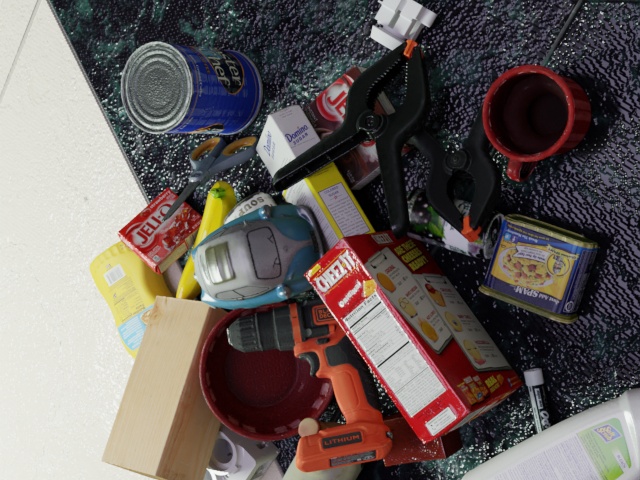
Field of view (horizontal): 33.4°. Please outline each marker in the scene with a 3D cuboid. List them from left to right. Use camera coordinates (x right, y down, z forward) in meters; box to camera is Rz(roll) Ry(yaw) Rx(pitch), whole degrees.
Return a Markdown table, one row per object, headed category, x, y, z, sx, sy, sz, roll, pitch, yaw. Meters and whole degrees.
| category | x | y | z | sx | sy | sz | roll | pitch | yaw |
| --- | --- | --- | --- | --- | --- | --- | --- | --- | --- |
| marker | 0.235 | 0.195 | 1.119 | 0.020 | 0.020 | 0.121 | -12 | 88 | 31 |

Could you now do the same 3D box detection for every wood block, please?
| category | x | y | z | sx | sy | sz | roll | pitch | yaw |
| --- | --- | --- | --- | --- | --- | --- | --- | --- | --- |
| wood block | -0.169 | 0.181 | 1.269 | 0.091 | 0.090 | 0.206 | 5 | 70 | 35 |

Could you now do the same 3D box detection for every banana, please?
| category | x | y | z | sx | sy | sz | roll | pitch | yaw |
| --- | --- | --- | --- | --- | --- | --- | --- | --- | --- |
| banana | -0.136 | -0.005 | 1.291 | 0.037 | 0.069 | 0.198 | 35 | 132 | 17 |

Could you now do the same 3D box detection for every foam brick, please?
| category | x | y | z | sx | sy | sz | roll | pitch | yaw |
| --- | --- | --- | --- | --- | --- | --- | --- | --- | --- |
| foam brick | 0.109 | 0.214 | 1.178 | 0.078 | 0.051 | 0.053 | -14 | 86 | 31 |

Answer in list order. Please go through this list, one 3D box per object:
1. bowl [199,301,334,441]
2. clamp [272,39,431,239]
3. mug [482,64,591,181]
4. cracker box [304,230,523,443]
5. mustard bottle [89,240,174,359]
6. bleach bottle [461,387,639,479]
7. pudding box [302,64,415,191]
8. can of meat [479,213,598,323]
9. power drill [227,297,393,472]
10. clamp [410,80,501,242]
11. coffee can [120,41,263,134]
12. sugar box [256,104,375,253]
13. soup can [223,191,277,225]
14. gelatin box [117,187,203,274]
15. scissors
| category | x | y | z | sx | sy | sz | roll | pitch | yaw |
| --- | --- | --- | --- | --- | --- | --- | --- | --- | --- |
| bowl | -0.064 | 0.151 | 1.246 | 0.162 | 0.055 | 0.162 | 1 | 84 | -13 |
| clamp | 0.047 | -0.116 | 1.127 | 0.165 | 0.036 | 0.210 | 15 | 79 | 24 |
| mug | 0.216 | -0.114 | 1.064 | 0.093 | 0.081 | 0.117 | 22 | 105 | 27 |
| cracker box | 0.099 | 0.094 | 1.108 | 0.072 | 0.163 | 0.214 | -43 | 73 | 24 |
| mustard bottle | -0.222 | 0.095 | 1.361 | 0.096 | 0.058 | 0.192 | -31 | 78 | 30 |
| bleach bottle | 0.271 | 0.224 | 1.062 | 0.251 | 0.068 | 0.102 | -31 | 82 | 18 |
| pudding box | 0.041 | -0.125 | 1.193 | 0.090 | 0.039 | 0.113 | -38 | 77 | 27 |
| can of meat | 0.223 | 0.027 | 1.089 | 0.102 | 0.057 | 0.084 | 21 | 103 | 27 |
| power drill | -0.003 | 0.153 | 1.166 | 0.184 | 0.057 | 0.187 | -10 | 65 | 1 |
| clamp | 0.153 | -0.085 | 1.103 | 0.120 | 0.039 | 0.171 | -26 | 64 | 23 |
| coffee can | -0.147 | -0.175 | 1.243 | 0.103 | 0.140 | 0.103 | 3 | 96 | 31 |
| sugar box | -0.007 | -0.058 | 1.202 | 0.176 | 0.048 | 0.093 | 62 | 159 | 13 |
| soup can | -0.058 | 0.002 | 1.248 | 0.069 | 0.068 | 0.102 | -46 | 72 | 26 |
| gelatin box | -0.195 | -0.012 | 1.323 | 0.073 | 0.030 | 0.089 | 39 | 70 | 23 |
| scissors | -0.121 | -0.077 | 1.225 | 0.096 | 0.201 | 0.016 | -13 | 117 | 9 |
